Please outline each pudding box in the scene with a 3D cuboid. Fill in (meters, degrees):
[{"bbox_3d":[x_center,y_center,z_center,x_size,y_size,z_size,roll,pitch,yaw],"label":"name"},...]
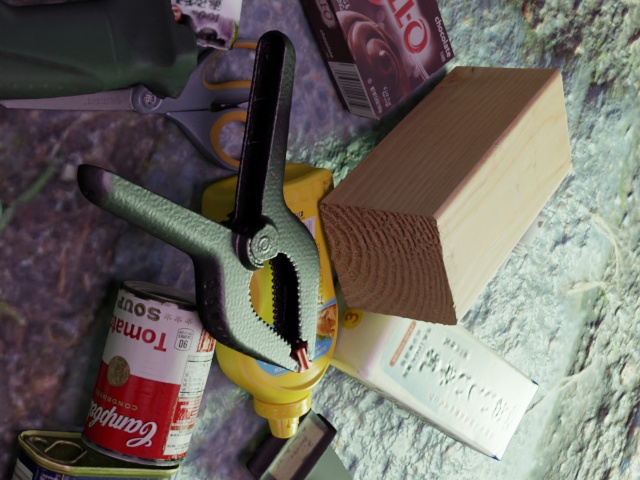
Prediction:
[{"bbox_3d":[0.040,-0.156,0.753,0.090,0.039,0.113,-40,126,-26],"label":"pudding box"}]

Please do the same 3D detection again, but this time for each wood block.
[{"bbox_3d":[0.097,-0.039,0.767,0.205,0.091,0.090,-46,132,-41],"label":"wood block"}]

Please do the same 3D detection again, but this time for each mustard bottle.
[{"bbox_3d":[-0.030,0.048,0.738,0.096,0.058,0.192,-20,115,-42],"label":"mustard bottle"}]

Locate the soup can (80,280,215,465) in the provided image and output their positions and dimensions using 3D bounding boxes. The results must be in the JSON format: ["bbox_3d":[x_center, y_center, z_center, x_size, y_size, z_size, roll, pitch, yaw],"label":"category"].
[{"bbox_3d":[-0.106,0.083,0.675,0.068,0.069,0.102,12,93,-42],"label":"soup can"}]

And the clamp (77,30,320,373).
[{"bbox_3d":[-0.054,0.001,0.635,0.164,0.036,0.210,-35,124,-36],"label":"clamp"}]

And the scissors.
[{"bbox_3d":[-0.100,-0.072,0.669,0.201,0.016,0.096,-25,112,-34],"label":"scissors"}]

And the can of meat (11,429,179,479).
[{"bbox_3d":[-0.149,0.170,0.671,0.101,0.058,0.084,13,96,-42],"label":"can of meat"}]
